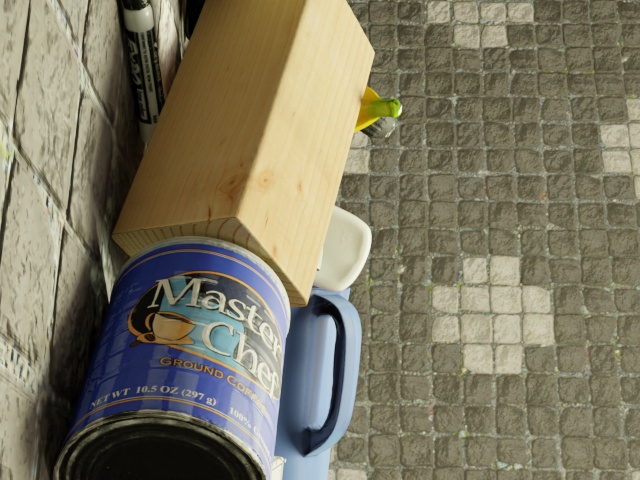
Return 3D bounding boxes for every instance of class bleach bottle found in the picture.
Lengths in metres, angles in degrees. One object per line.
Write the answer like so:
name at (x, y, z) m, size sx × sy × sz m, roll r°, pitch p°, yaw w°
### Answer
bleach bottle at (-0.021, 0.004, 1.001) m, size 0.068 × 0.102 × 0.251 m, roll -64°, pitch -176°, yaw -5°

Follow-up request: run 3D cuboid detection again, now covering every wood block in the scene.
wood block at (-0.041, -0.066, 0.672) m, size 0.090 × 0.091 × 0.206 m, roll 52°, pitch 42°, yaw -43°

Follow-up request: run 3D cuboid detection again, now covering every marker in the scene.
marker at (-0.108, -0.114, 0.651) m, size 0.020 × 0.020 × 0.121 m, roll -87°, pitch 176°, yaw -51°

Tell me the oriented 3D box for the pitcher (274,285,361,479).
pitcher at (-0.037, 0.156, 1.050) m, size 0.149 × 0.145 × 0.243 m, roll -35°, pitch 128°, yaw -88°

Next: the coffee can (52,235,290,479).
coffee can at (-0.071, 0.078, 0.552) m, size 0.140 × 0.103 × 0.103 m, roll -86°, pitch 176°, yaw -55°
